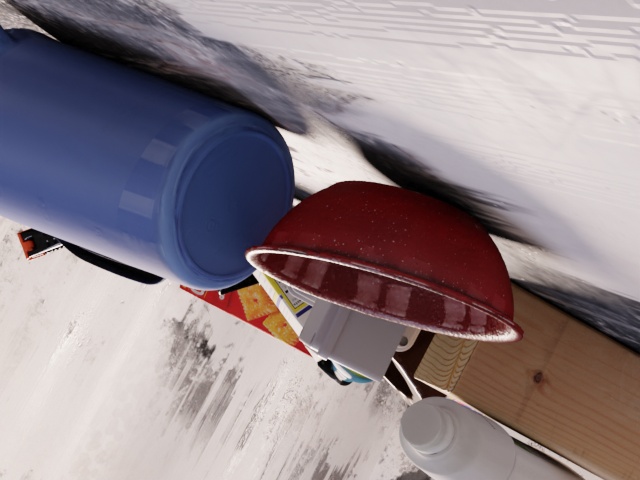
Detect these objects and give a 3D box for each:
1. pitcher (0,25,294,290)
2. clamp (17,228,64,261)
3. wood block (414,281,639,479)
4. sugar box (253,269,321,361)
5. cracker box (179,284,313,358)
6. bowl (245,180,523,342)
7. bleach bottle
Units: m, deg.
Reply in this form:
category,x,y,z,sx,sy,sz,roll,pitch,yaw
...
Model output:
category,x,y,z,sx,sy,sz,roll,pitch,yaw
pitcher,-0.133,-0.045,0.689,0.243,0.145,0.149,21,-178,39
clamp,-0.181,-0.031,1.010,0.165,0.209,0.036,166,83,-75
wood block,0.188,0.114,0.788,0.206,0.091,0.090,29,175,-11
sugar box,-0.035,0.025,0.957,0.176,0.048,0.093,52,172,4
cracker box,-0.043,0.053,1.315,0.214,0.072,0.164,28,-158,3
bowl,0.042,0.008,0.599,0.162,0.055,0.162,17,169,3
bleach bottle,0.117,0.160,0.770,0.103,0.068,0.250,24,171,38
